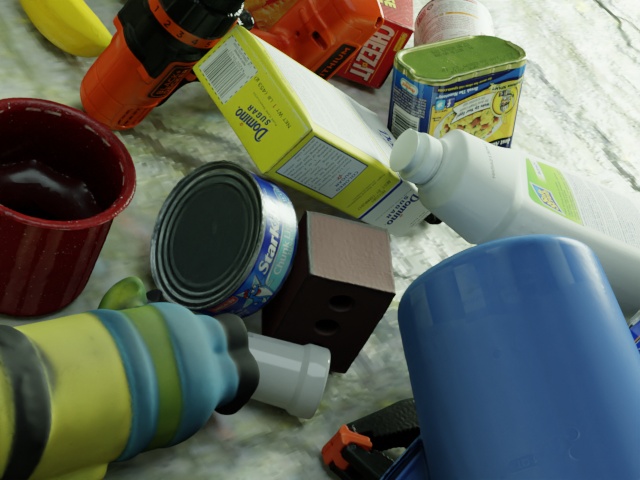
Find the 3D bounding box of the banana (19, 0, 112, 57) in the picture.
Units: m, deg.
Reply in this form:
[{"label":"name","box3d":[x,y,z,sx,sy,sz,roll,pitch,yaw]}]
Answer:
[{"label":"banana","box3d":[-0.189,-0.190,0.755,0.069,0.037,0.198,16,39,-50]}]

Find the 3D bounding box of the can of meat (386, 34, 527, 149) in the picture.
[{"label":"can of meat","box3d":[0.096,-0.095,0.764,0.101,0.084,0.057,-17,41,-27]}]

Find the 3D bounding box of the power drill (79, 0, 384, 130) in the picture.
[{"label":"power drill","box3d":[-0.044,-0.142,0.689,0.187,0.185,0.057,-13,72,-49]}]

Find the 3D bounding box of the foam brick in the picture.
[{"label":"foam brick","box3d":[0.003,0.031,0.608,0.053,0.078,0.051,13,44,-16]}]

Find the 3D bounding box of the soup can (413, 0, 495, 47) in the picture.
[{"label":"soup can","box3d":[0.108,-0.143,0.851,0.068,0.069,0.102,18,42,-13]}]

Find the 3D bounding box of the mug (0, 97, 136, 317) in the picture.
[{"label":"mug","box3d":[-0.161,-0.012,0.552,0.117,0.082,0.093,-15,58,-40]}]

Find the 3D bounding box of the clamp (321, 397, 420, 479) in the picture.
[{"label":"clamp","box3d":[0.086,0.137,0.579,0.171,0.039,0.120,7,44,-19]}]

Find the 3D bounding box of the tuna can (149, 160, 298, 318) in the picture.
[{"label":"tuna can","box3d":[-0.054,0.001,0.597,0.033,0.086,0.086,24,34,-48]}]

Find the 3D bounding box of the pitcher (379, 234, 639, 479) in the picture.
[{"label":"pitcher","box3d":[0.104,0.127,0.502,0.149,0.145,0.243,5,57,-32]}]

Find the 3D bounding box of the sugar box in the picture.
[{"label":"sugar box","box3d":[0.003,-0.063,0.671,0.176,0.048,0.093,27,27,-58]}]

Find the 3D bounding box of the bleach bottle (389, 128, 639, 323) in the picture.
[{"label":"bleach bottle","box3d":[0.151,-0.015,0.705,0.250,0.068,0.102,23,31,-26]}]
